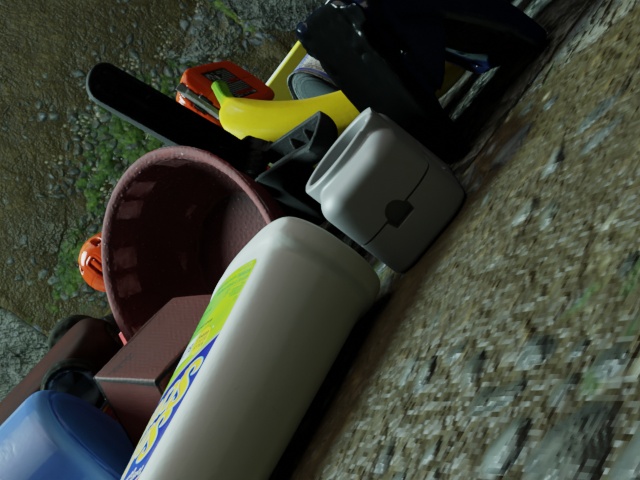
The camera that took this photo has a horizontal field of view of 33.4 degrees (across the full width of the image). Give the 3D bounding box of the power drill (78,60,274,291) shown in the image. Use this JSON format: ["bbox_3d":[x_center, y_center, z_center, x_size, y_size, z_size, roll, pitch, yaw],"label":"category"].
[{"bbox_3d":[-0.110,-0.053,0.869,0.188,0.057,0.184,-58,-3,19],"label":"power drill"}]

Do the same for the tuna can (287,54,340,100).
[{"bbox_3d":[0.016,-0.123,0.897,0.033,0.086,0.086,-54,9,-18],"label":"tuna can"}]

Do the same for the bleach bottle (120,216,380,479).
[{"bbox_3d":[-0.059,0.109,0.487,0.103,0.068,0.250,-42,17,53],"label":"bleach bottle"}]

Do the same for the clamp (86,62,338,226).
[{"bbox_3d":[-0.035,-0.047,0.694,0.209,0.165,0.036,44,-115,-59],"label":"clamp"}]

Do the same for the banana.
[{"bbox_3d":[0.008,-0.094,0.722,0.037,0.198,0.069,34,-126,-63],"label":"banana"}]

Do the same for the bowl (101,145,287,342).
[{"bbox_3d":[-0.063,0.018,0.666,0.055,0.162,0.162,-17,-22,-50],"label":"bowl"}]

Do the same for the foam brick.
[{"bbox_3d":[-0.076,0.073,0.595,0.053,0.051,0.078,-4,32,40],"label":"foam brick"}]

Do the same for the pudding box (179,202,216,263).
[{"bbox_3d":[-0.055,0.001,0.772,0.039,0.090,0.113,-53,9,7],"label":"pudding box"}]
